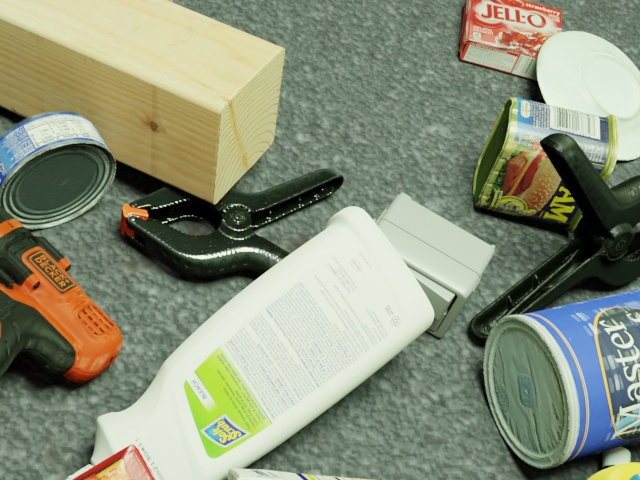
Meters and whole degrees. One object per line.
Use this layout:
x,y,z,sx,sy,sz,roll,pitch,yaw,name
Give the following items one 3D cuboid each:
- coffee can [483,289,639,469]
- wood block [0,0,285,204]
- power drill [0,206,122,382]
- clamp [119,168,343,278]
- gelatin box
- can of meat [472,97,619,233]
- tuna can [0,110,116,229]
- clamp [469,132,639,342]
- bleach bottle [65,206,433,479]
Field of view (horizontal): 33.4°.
0.197,0.089,0.727,0.140,0.103,0.103,-10,58,-21,coffee can
-0.140,-0.120,0.773,0.206,0.091,0.090,25,47,14,wood block
-0.226,0.036,0.630,0.184,0.057,0.187,42,28,4,power drill
-0.055,0.001,0.765,0.171,0.039,0.120,-4,51,-14,clamp
0.172,-0.186,0.963,0.089,0.030,0.073,15,53,-5,gelatin box
0.172,-0.060,0.829,0.084,0.102,0.057,13,52,-3,can of meat
-0.187,-0.048,0.734,0.086,0.086,0.034,-21,61,-27,tuna can
0.204,0.004,0.797,0.209,0.165,0.036,3,30,-40,clamp
-0.052,0.084,0.674,0.250,0.068,0.102,-33,84,-21,bleach bottle
